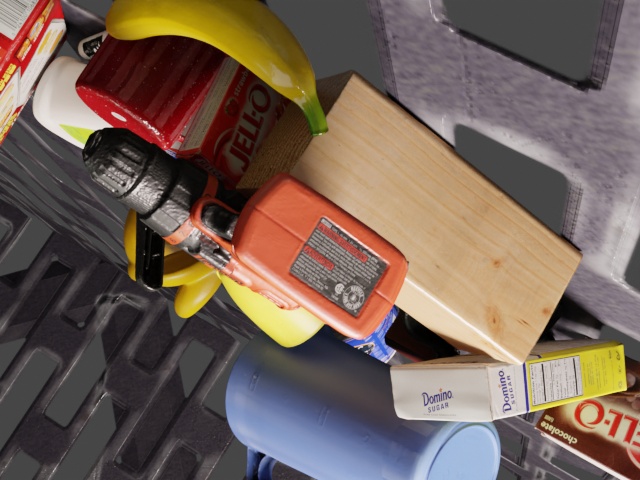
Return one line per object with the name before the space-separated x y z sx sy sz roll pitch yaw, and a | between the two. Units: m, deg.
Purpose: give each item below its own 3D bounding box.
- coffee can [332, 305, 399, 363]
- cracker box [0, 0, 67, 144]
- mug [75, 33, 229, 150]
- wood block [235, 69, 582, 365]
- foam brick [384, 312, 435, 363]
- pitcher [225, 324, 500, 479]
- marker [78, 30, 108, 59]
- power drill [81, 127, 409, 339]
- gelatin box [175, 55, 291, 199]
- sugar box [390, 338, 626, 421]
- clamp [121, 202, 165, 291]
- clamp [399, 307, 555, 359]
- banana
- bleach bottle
coffee can | 0.027 0.077 1.142 0.103 0.102 0.140 28 168 22
cracker box | -0.277 -0.133 0.857 0.072 0.164 0.214 31 175 -10
mug | -0.112 -0.112 0.769 0.117 0.081 0.093 36 168 -16
wood block | 0.060 -0.013 0.711 0.206 0.090 0.091 36 168 -19
foam brick | 0.101 0.075 0.999 0.053 0.078 0.051 30 167 11
pitcher | 0.032 0.175 0.950 0.243 0.144 0.149 19 129 47
marker | -0.176 -0.164 0.879 0.020 0.020 0.121 37 168 -23
power drill | -0.046 -0.008 0.638 0.184 0.057 0.188 33 173 -24
gelatin box | -0.050 -0.074 0.738 0.030 0.089 0.073 -5 144 47
sugar box | 0.146 0.105 0.810 0.175 0.048 0.094 -6 178 -43
clamp | -0.157 -0.053 1.008 0.036 0.164 0.210 28 -177 -38
clamp | 0.115 0.082 0.932 0.171 0.120 0.039 42 -170 -24
banana | -0.071 -0.128 0.655 0.198 0.070 0.037 31 -145 33
bleach bottle | -0.123 -0.096 0.886 0.251 0.068 0.102 15 168 38
